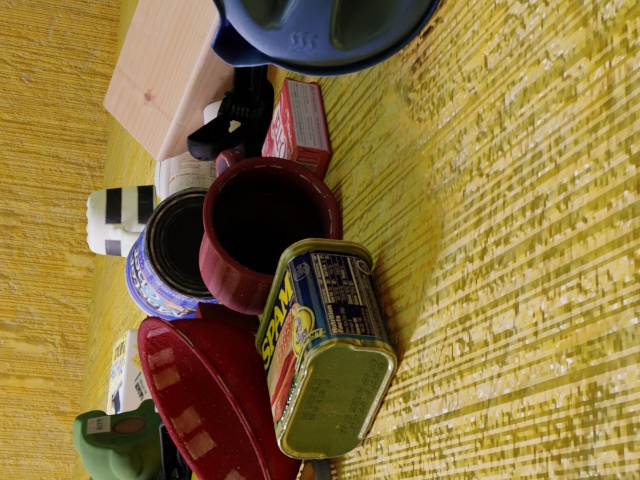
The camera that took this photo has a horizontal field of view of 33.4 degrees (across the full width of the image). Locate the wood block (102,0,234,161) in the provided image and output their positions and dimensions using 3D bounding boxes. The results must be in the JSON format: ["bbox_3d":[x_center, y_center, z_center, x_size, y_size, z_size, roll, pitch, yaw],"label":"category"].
[{"bbox_3d":[-0.117,-0.185,0.985,0.091,0.090,0.206,45,132,15],"label":"wood block"}]

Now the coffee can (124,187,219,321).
[{"bbox_3d":[-0.124,0.017,1.002,0.140,0.102,0.103,143,132,-69],"label":"coffee can"}]

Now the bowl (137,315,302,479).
[{"bbox_3d":[-0.058,0.111,0.715,0.162,0.055,0.162,41,147,35],"label":"bowl"}]

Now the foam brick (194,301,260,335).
[{"bbox_3d":[-0.085,0.100,0.918,0.051,0.053,0.078,-123,43,-67],"label":"foam brick"}]

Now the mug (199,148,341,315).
[{"bbox_3d":[-0.045,-0.009,0.741,0.117,0.093,0.082,61,157,16],"label":"mug"}]

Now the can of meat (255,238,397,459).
[{"bbox_3d":[0.002,0.065,0.619,0.084,0.057,0.102,-105,26,-48],"label":"can of meat"}]

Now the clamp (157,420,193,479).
[{"bbox_3d":[-0.129,0.213,0.968,0.171,0.039,0.120,53,-127,-85],"label":"clamp"}]

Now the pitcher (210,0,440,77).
[{"bbox_3d":[-0.002,-0.208,0.657,0.243,0.149,0.145,-106,12,-61],"label":"pitcher"}]

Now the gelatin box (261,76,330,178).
[{"bbox_3d":[-0.020,-0.068,0.804,0.089,0.030,0.073,-99,23,-45],"label":"gelatin box"}]

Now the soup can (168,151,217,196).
[{"bbox_3d":[-0.122,-0.071,1.098,0.069,0.068,0.102,128,145,-62],"label":"soup can"}]

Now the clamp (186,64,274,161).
[{"bbox_3d":[-0.066,-0.096,0.855,0.210,0.036,0.164,94,-167,-63],"label":"clamp"}]

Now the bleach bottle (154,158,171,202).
[{"bbox_3d":[-0.165,-0.089,1.273,0.251,0.068,0.102,-150,68,-76],"label":"bleach bottle"}]
